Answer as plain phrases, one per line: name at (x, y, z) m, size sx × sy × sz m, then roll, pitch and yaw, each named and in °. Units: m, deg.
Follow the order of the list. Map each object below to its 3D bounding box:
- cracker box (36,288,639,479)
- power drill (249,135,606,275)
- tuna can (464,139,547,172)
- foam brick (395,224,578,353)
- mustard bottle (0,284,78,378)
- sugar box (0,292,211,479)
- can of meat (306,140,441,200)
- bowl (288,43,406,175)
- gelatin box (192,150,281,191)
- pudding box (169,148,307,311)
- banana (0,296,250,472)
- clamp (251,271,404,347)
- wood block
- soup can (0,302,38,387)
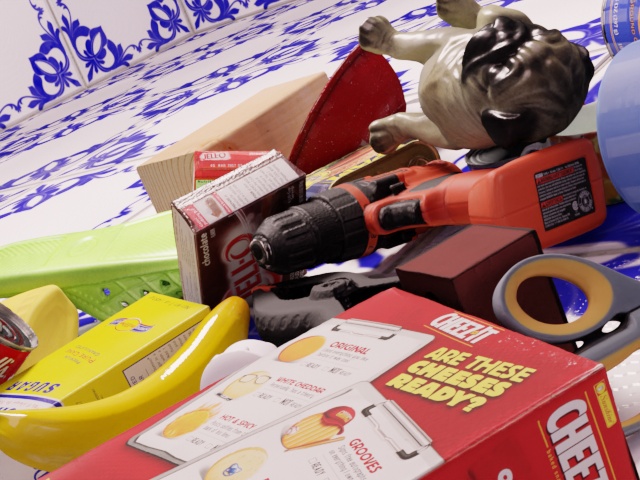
cracker box at (-0.010, 0.107, 0.421) m, size 0.213 × 0.072 × 0.164 m, roll -27°, pitch 18°, yaw -18°
power drill at (0.070, -0.020, 0.684) m, size 0.184 × 0.057 × 0.188 m, roll -21°, pitch 12°, yaw -36°
tuna can at (0.153, -0.060, 0.795) m, size 0.086 × 0.034 × 0.086 m, roll -20°, pitch 17°, yaw 6°
foam brick at (0.081, 0.038, 0.510) m, size 0.051 × 0.078 × 0.053 m, roll -30°, pitch 16°, yaw -22°
mustard bottle at (-0.280, 0.096, 0.815) m, size 0.192 × 0.058 × 0.096 m, roll -16°, pitch 39°, yaw 23°
sugar box at (-0.154, 0.097, 0.680) m, size 0.176 × 0.048 × 0.093 m, roll -30°, pitch 19°, yaw -29°
can of meat at (0.036, -0.038, 0.839) m, size 0.102 × 0.057 × 0.084 m, roll -28°, pitch 14°, yaw -19°
bowl at (0.030, -0.094, 0.936) m, size 0.162 × 0.055 × 0.162 m, roll -57°, pitch -10°, yaw -16°
gelatin box at (-0.072, -0.042, 0.904) m, size 0.073 × 0.089 × 0.030 m, roll -1°, pitch 59°, yaw -7°
pudding box at (-0.055, 0.001, 0.747) m, size 0.090 × 0.113 × 0.039 m, roll -30°, pitch 54°, yaw -23°
banana at (-0.105, 0.086, 0.610) m, size 0.197 × 0.069 × 0.037 m, roll -17°, pitch -7°, yaw -42°
clamp at (0.023, 0.039, 0.650) m, size 0.120 × 0.039 × 0.172 m, roll -16°, pitch 13°, yaw -29°
wood block at (-0.067, -0.081, 1.046) m, size 0.091 × 0.090 × 0.205 m, roll -8°, pitch 22°, yaw 40°
soup can at (-0.247, 0.090, 0.713) m, size 0.102 × 0.068 × 0.068 m, roll -52°, pitch 17°, yaw 3°
